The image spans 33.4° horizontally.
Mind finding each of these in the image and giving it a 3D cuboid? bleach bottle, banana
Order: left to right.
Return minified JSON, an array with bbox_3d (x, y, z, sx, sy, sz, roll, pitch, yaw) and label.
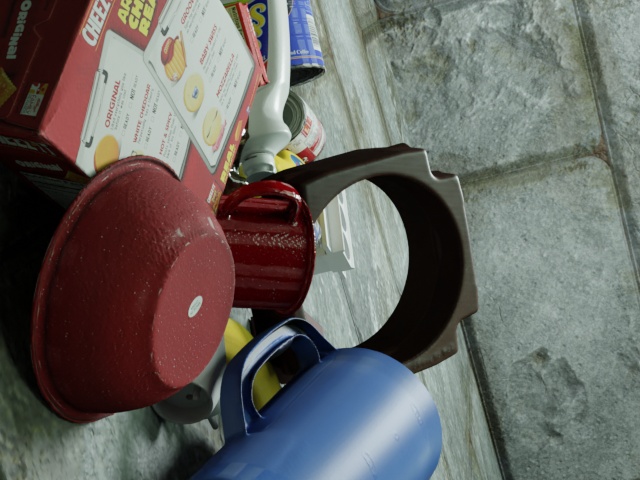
[{"bbox_3d":[-0.064,0.114,0.891,0.069,0.037,0.197,-91,163,-48],"label":"banana"},{"bbox_3d":[-0.068,-0.175,1.042,0.068,0.102,0.251,70,9,-69],"label":"bleach bottle"}]

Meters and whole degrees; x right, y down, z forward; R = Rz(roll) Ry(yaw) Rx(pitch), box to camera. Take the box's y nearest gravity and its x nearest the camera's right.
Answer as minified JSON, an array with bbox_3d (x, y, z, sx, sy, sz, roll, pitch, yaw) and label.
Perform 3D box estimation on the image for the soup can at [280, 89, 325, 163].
[{"bbox_3d":[-0.037,-0.128,1.216,0.102,0.068,0.068,37,40,-74],"label":"soup can"}]

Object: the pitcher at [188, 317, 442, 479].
[{"bbox_3d":[-0.017,0.161,0.738,0.242,0.149,0.145,-27,137,-65],"label":"pitcher"}]

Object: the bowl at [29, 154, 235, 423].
[{"bbox_3d":[-0.095,0.034,0.618,0.161,0.055,0.162,-46,143,-52],"label":"bowl"}]

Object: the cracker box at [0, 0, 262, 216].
[{"bbox_3d":[-0.120,-0.093,0.664,0.213,0.072,0.164,53,50,-62],"label":"cracker box"}]

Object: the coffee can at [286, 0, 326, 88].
[{"bbox_3d":[-0.059,-0.241,1.166,0.102,0.103,0.140,2,75,-78],"label":"coffee can"}]

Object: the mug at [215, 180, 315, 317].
[{"bbox_3d":[-0.055,0.001,0.777,0.117,0.081,0.093,-59,-143,42],"label":"mug"}]
